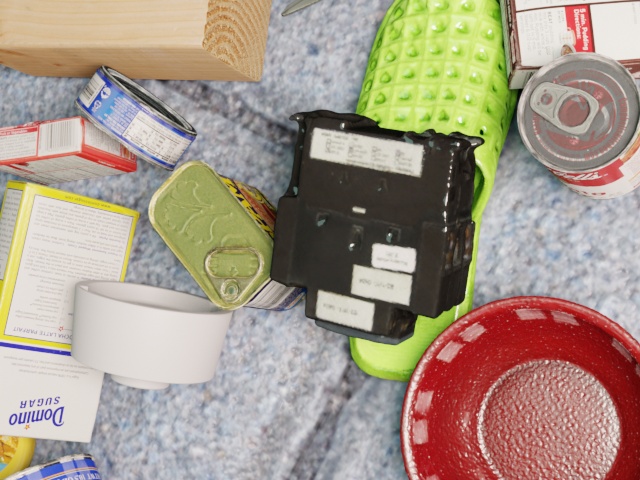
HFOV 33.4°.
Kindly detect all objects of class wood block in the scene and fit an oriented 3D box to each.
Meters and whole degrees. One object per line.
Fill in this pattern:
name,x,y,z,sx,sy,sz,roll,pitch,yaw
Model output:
wood block,-0.148,-0.171,0.781,0.206,0.090,0.091,5,85,24

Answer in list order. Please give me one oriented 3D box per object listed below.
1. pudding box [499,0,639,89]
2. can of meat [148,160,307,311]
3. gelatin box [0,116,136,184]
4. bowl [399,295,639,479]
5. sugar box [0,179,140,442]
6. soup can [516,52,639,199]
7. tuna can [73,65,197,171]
pudding box,0.168,-0.145,0.655,0.113,0.039,0.090,-4,80,1
can of meat,-0.055,0.001,0.722,0.057,0.083,0.102,-45,69,11
gelatin box,-0.193,-0.067,0.796,0.089,0.073,0.030,-5,80,23
bowl,0.132,0.115,0.642,0.162,0.055,0.162,-3,82,23
sugar box,-0.196,0.052,0.769,0.048,0.093,0.176,13,88,54
soup can,0.160,-0.064,0.629,0.069,0.102,0.068,-3,82,22
tuna can,-0.131,-0.088,0.765,0.086,0.086,0.034,39,97,22
